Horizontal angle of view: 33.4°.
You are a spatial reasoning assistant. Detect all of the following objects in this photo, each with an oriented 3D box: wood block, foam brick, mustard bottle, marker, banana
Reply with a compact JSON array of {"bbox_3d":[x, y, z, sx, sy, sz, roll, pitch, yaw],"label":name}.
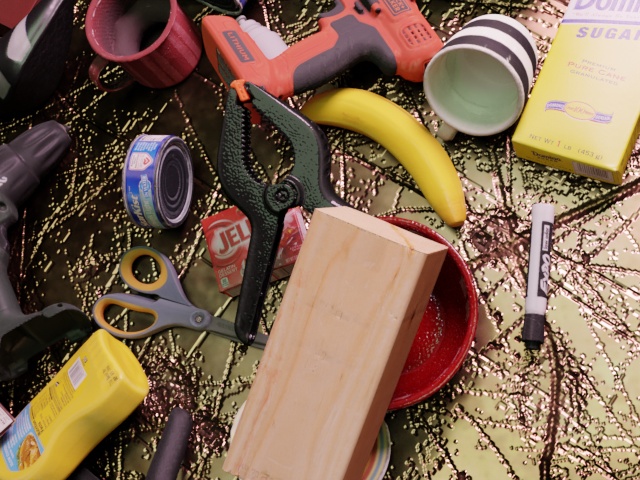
[{"bbox_3d":[0.012,0.087,0.798,0.090,0.090,0.206,22,99,15],"label":"wood block"},{"bbox_3d":[-0.311,-0.236,1.094,0.078,0.051,0.053,27,83,23],"label":"foam brick"},{"bbox_3d":[-0.237,0.172,0.939,0.191,0.058,0.096,-46,35,2],"label":"mustard bottle"},{"bbox_3d":[0.178,0.030,0.875,0.020,0.020,0.121,3,76,19],"label":"marker"},{"bbox_3d":[0.058,-0.086,0.941,0.198,0.037,0.070,32,104,25],"label":"banana"}]

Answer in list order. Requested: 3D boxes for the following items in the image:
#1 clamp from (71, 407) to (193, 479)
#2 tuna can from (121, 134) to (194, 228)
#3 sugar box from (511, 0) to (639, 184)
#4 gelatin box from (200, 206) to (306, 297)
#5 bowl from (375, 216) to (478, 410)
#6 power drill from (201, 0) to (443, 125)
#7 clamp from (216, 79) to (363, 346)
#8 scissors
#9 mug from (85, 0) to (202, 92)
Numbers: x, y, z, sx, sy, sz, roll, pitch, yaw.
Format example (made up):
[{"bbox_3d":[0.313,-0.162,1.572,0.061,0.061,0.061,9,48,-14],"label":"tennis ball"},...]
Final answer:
[{"bbox_3d":[-0.158,0.228,0.893,0.120,0.039,0.171,-28,40,18],"label":"clamp"},{"bbox_3d":[-0.146,-0.053,0.969,0.034,0.086,0.086,3,75,16],"label":"tuna can"},{"bbox_3d":[0.236,-0.142,0.891,0.093,0.048,0.176,19,82,22],"label":"sugar box"},{"bbox_3d":[-0.056,0.001,0.953,0.089,0.030,0.073,-21,69,11],"label":"gelatin box"},{"bbox_3d":[0.054,0.064,0.885,0.162,0.055,0.162,-5,73,17],"label":"bowl"},{"bbox_3d":[-0.007,-0.192,0.950,0.187,0.057,0.184,-24,58,-12],"label":"power drill"},{"bbox_3d":[-0.034,-0.027,0.864,0.164,0.036,0.210,-29,87,9],"label":"clamp"},{"bbox_3d":[-0.112,0.053,0.965,0.202,0.016,0.096,0,75,18],"label":"scissors"},{"bbox_3d":[-0.172,-0.187,1.018,0.093,0.081,0.117,41,89,23],"label":"mug"}]
